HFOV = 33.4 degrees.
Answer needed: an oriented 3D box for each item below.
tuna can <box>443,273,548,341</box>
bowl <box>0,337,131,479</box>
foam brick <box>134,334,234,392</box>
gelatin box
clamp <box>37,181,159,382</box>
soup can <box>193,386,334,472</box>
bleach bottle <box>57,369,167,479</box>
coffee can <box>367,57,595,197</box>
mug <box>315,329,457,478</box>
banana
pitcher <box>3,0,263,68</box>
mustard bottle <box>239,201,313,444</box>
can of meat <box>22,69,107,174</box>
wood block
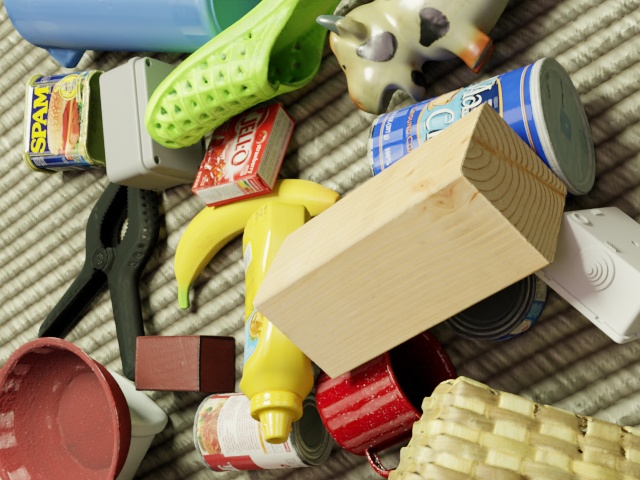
[{"bbox_3d":[0.131,0.035,0.826,0.086,0.033,0.086,-5,82,33],"label":"tuna can"},{"bbox_3d":[-0.220,0.165,0.947,0.162,0.055,0.162,0,89,33],"label":"bowl"},{"bbox_3d":[-0.124,0.113,0.974,0.078,0.052,0.051,-4,82,33],"label":"foam brick"},{"bbox_3d":[-0.068,-0.077,0.952,0.073,0.030,0.089,-11,47,33],"label":"gelatin box"},{"bbox_3d":[-0.196,0.028,1.038,0.165,0.036,0.210,22,94,41],"label":"clamp"},{"bbox_3d":[-0.047,0.161,0.909,0.102,0.068,0.068,-11,78,31],"label":"soup can"},{"bbox_3d":[-0.240,0.253,1.029,0.103,0.068,0.251,33,105,31],"label":"bleach bottle"},{"bbox_3d":[0.121,-0.067,0.804,0.141,0.102,0.103,-16,76,31],"label":"coffee can"},{"bbox_3d":[0.053,0.129,0.832,0.082,0.093,0.117,-32,56,31],"label":"mug"},{"bbox_3d":[-0.069,-0.012,0.966,0.198,0.037,0.069,-33,89,28],"label":"banana"},{"bbox_3d":[-0.172,-0.249,1.005,0.243,0.149,0.145,10,64,30],"label":"pitcher"},{"bbox_3d":[-0.035,0.071,0.861,0.096,0.058,0.191,115,158,-56],"label":"mustard bottle"},{"bbox_3d":[-0.251,-0.121,1.085,0.084,0.057,0.102,-1,84,30],"label":"can of meat"},{"bbox_3d":[0.060,0.005,0.757,0.090,0.090,0.206,44,129,-15],"label":"wood block"}]
